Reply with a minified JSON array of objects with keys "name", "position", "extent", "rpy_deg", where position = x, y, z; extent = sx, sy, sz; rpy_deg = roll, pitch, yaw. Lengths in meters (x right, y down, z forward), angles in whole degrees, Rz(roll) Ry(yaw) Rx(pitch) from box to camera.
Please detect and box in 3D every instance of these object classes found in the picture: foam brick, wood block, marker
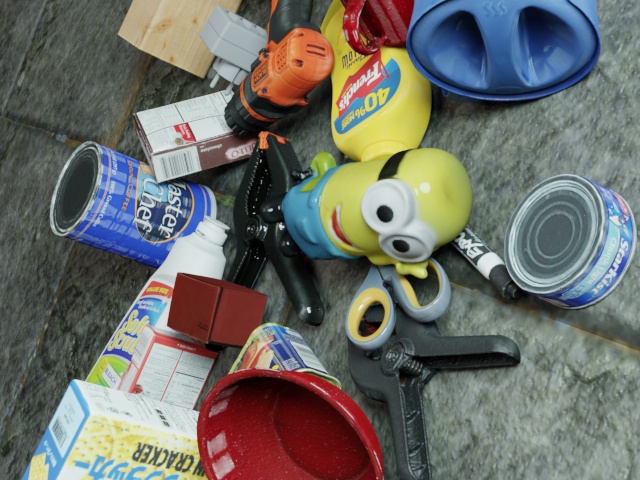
[{"name":"foam brick","position":[-0.094,0.063,0.955],"extent":[0.078,0.051,0.053],"rpy_deg":[15,92,53]},{"name":"wood block","position":[-0.140,-0.305,1.231],"extent":[0.091,0.090,0.206],"rpy_deg":[39,104,54]},{"name":"marker","position":[0.113,0.007,0.782],"extent":[0.020,0.020,0.121],"rpy_deg":[-58,36,15]}]

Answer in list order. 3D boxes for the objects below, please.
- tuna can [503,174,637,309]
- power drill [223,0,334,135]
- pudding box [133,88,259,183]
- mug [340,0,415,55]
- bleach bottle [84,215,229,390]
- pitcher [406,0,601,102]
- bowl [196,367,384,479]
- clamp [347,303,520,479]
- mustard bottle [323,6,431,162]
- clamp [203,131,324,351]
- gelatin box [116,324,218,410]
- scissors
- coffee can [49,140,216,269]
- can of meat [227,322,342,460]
[{"name":"tuna can","position":[0.163,0.000,0.706],"extent":[0.086,0.033,0.086],"rpy_deg":[-30,50,42]},{"name":"power drill","position":[-0.041,-0.204,0.999],"extent":[0.185,0.057,0.187],"rpy_deg":[-26,61,59]},{"name":"pudding box","position":[-0.128,-0.110,1.098],"extent":[0.090,0.113,0.039],"rpy_deg":[-121,20,-50]},{"name":"mug","position":[0.049,-0.201,0.856],"extent":[0.093,0.081,0.117],"rpy_deg":[8,66,29]},{"name":"bleach bottle","position":[-0.165,0.089,1.080],"extent":[0.251,0.068,0.103],"rpy_deg":[-62,33,5]},{"name":"pitcher","position":[0.136,-0.230,0.798],"extent":[0.149,0.144,0.243],"rpy_deg":[-10,59,33]},{"name":"bowl","position":[-0.012,0.157,0.799],"extent":[0.162,0.055,0.162],"rpy_deg":[13,117,27]},{"name":"clamp","position":[0.073,0.086,0.779],"extent":[0.120,0.039,0.172],"rpy_deg":[-45,36,7]},{"name":"mustard bottle","position":[0.049,-0.122,0.904],"extent":[0.096,0.058,0.191],"rpy_deg":[-31,49,35]},{"name":"clamp","position":[-0.057,0.001,1.000],"extent":[0.165,0.036,0.210],"rpy_deg":[-27,56,43]},{"name":"gelatin box","position":[-0.150,0.133,1.024],"extent":[0.030,0.073,0.089],"rpy_deg":[33,100,56]},{"name":"scissors","position":[0.038,0.021,0.845],"extent":[0.096,0.016,0.202],"rpy_deg":[-44,31,0]},{"name":"coffee can","position":[-0.194,-0.031,1.112],"extent":[0.103,0.140,0.103],"rpy_deg":[-29,50,42]},{"name":"can of meat","position":[-0.039,0.131,0.890],"extent":[0.102,0.057,0.084],"rpy_deg":[-59,33,12]}]
